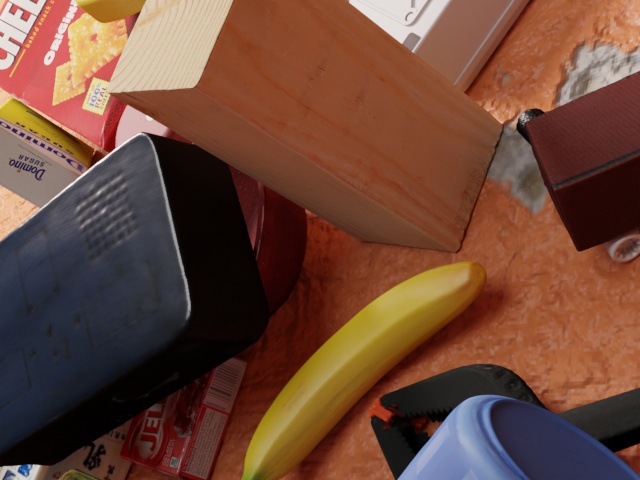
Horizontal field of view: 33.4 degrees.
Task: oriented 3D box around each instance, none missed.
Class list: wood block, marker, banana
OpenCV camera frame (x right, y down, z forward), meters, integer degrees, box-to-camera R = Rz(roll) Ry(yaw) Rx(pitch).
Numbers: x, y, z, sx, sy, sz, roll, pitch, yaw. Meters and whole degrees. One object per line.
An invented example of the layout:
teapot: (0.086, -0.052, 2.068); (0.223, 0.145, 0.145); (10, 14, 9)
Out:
wood block: (-0.002, -0.076, 0.608); (0.091, 0.205, 0.090); (8, 73, 50)
marker: (0.138, -0.034, 0.579); (0.020, 0.020, 0.121); (-45, 41, 19)
banana: (0.020, 0.078, 0.618); (0.198, 0.037, 0.070); (-48, 24, 10)

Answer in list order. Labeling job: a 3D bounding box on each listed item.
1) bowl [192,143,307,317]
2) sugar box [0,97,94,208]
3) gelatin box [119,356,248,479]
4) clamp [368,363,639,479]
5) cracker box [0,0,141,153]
bowl: (-0.055, 0.001, 0.720); (0.162, 0.055, 0.162); (-26, 59, 54)
sugar box: (-0.245, -0.075, 0.916); (0.048, 0.093, 0.176); (-57, 16, 4)
gelatin box: (-0.095, 0.116, 0.732); (0.073, 0.030, 0.089); (3, 70, 49)
clamp: (0.100, 0.107, 0.514); (0.210, 0.036, 0.164); (31, 100, 53)
cracker box: (-0.198, -0.179, 0.952); (0.214, 0.072, 0.164); (30, 91, 34)
